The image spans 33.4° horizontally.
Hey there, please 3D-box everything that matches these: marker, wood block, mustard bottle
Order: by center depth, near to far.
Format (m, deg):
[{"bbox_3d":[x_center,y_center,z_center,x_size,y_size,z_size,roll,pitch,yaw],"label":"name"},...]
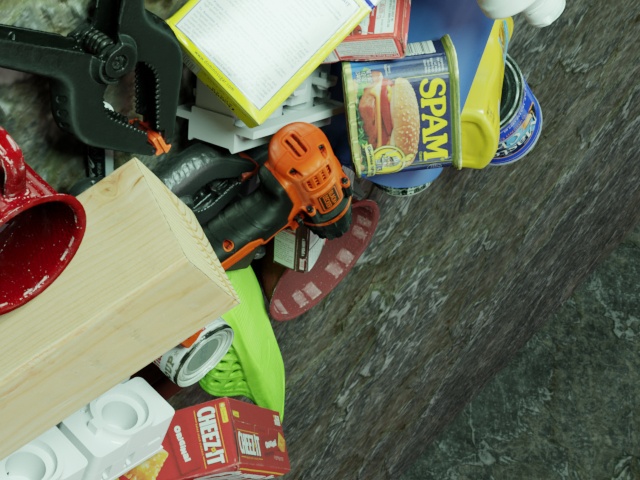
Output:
[{"bbox_3d":[-0.172,0.051,0.712,0.206,0.091,0.090,-34,150,4],"label":"wood block"},{"bbox_3d":[-0.156,-0.051,0.761,0.020,0.020,0.121,-37,157,-31],"label":"marker"},{"bbox_3d":[0.155,-0.173,1.046,0.096,0.058,0.191,74,25,-59],"label":"mustard bottle"}]

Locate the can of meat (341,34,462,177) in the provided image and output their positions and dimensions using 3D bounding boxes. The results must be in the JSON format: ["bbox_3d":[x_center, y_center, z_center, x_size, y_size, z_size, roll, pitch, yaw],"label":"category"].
[{"bbox_3d":[0.061,-0.100,0.815,0.084,0.057,0.102,-7,124,0],"label":"can of meat"}]

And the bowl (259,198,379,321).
[{"bbox_3d":[-0.012,0.007,1.116,0.162,0.055,0.162,-42,159,-20],"label":"bowl"}]

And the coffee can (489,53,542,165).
[{"bbox_3d":[0.185,-0.147,1.184,0.103,0.103,0.140,-51,160,6],"label":"coffee can"}]

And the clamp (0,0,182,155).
[{"bbox_3d":[-0.127,-0.125,0.643,0.164,0.036,0.210,-47,152,-7],"label":"clamp"}]

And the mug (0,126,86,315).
[{"bbox_3d":[-0.199,-0.022,0.630,0.093,0.081,0.117,-32,154,-39],"label":"mug"}]

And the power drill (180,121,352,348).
[{"bbox_3d":[-0.055,0.001,0.834,0.187,0.057,0.184,-41,160,-5],"label":"power drill"}]

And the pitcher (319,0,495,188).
[{"bbox_3d":[0.082,-0.179,0.890,0.144,0.149,0.243,1,132,-23],"label":"pitcher"}]

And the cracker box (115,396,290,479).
[{"bbox_3d":[-0.154,0.218,1.033,0.214,0.072,0.164,-17,163,11],"label":"cracker box"}]

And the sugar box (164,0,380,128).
[{"bbox_3d":[-0.016,-0.170,0.726,0.176,0.093,0.048,-46,-169,-10],"label":"sugar box"}]

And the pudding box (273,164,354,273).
[{"bbox_3d":[-0.004,-0.038,0.990,0.090,0.039,0.113,93,21,-54],"label":"pudding box"}]

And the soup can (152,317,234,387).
[{"bbox_3d":[-0.131,0.067,0.906,0.068,0.102,0.068,-42,159,-20],"label":"soup can"}]

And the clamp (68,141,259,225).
[{"bbox_3d":[-0.122,-0.020,0.803,0.171,0.039,0.120,-22,154,-39],"label":"clamp"}]

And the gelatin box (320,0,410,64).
[{"bbox_3d":[0.021,-0.167,0.782,0.030,0.089,0.073,57,36,-58],"label":"gelatin box"}]
